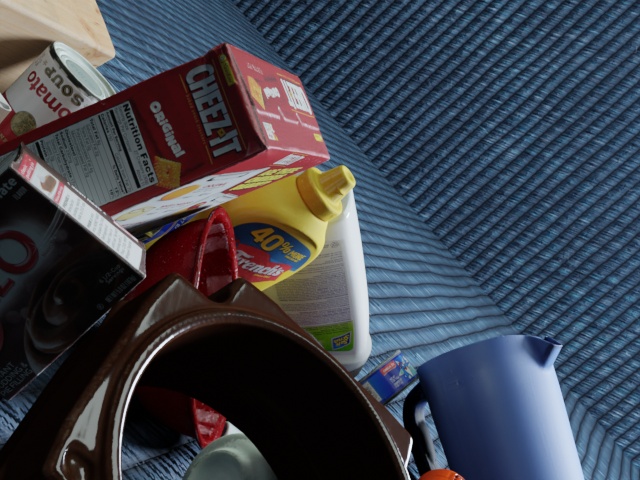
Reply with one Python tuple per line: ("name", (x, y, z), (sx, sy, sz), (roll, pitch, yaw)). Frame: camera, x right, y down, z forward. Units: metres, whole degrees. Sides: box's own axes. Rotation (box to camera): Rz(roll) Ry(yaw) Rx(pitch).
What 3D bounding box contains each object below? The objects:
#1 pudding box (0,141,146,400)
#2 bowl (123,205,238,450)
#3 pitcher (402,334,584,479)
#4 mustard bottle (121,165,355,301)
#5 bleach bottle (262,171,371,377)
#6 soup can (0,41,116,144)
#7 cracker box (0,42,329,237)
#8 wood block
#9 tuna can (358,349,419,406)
("pudding box", (-0.160, 0.018, 0.557), (0.090, 0.113, 0.039), (42, 15, -24))
("bowl", (-0.094, 0.057, 0.708), (0.162, 0.055, 0.162), (3, 89, -85))
("pitcher", (0.177, 0.220, 1.016), (0.149, 0.145, 0.243), (104, -27, -69))
("mustard bottle", (-0.055, 0.001, 0.804), (0.096, 0.192, 0.058), (37, 27, -44))
("bleach bottle", (-0.009, 0.052, 0.945), (0.068, 0.102, 0.251), (-88, 173, -45))
("soup can", (-0.206, -0.087, 0.784), (0.068, 0.102, 0.068), (46, 11, -12))
("cracker box", (-0.118, -0.044, 0.662), (0.164, 0.214, 0.072), (-13, 82, -77))
("wood block", (-0.248, -0.175, 0.765), (0.090, 0.091, 0.205), (67, 16, 12))
("tuna can", (0.052, 0.144, 1.017), (0.034, 0.086, 0.086), (51, 11, 9))
